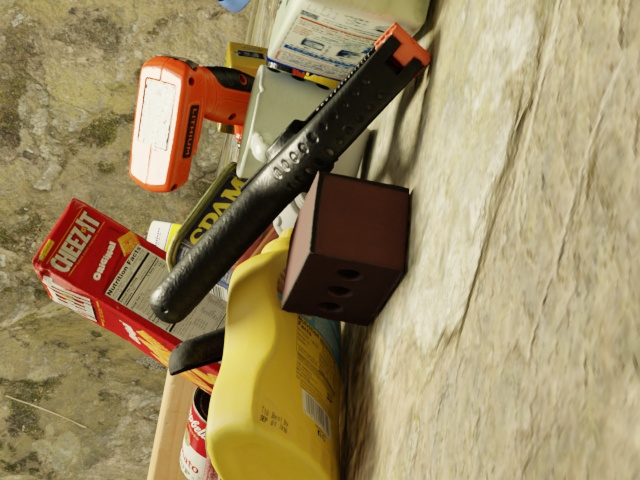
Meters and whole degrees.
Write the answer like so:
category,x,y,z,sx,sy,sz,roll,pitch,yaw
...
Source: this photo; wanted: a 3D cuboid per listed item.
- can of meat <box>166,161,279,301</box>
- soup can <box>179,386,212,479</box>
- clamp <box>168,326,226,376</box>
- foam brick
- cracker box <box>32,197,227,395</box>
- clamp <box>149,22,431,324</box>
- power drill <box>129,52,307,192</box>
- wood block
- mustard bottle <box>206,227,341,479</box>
category,x,y,z,sx,sy,sz,roll,pitch,yaw
can of meat,-0.055,0.001,0.824,0.102,0.084,0.057,-56,-17,-27
soup can,-0.099,0.190,1.050,0.068,0.068,0.102,-89,12,-48
clamp,-0.030,0.080,0.713,0.120,0.039,0.171,62,-148,-16
foam brick,0.012,0.006,0.584,0.078,0.053,0.051,114,164,-61
cracker box,-0.135,0.064,0.917,0.072,0.213,0.164,-60,1,-16
clamp,-0.012,-0.051,0.642,0.210,0.036,0.164,-45,8,26
power drill,-0.072,-0.083,0.897,0.187,0.057,0.184,-9,-69,-51
wood block,-0.145,0.234,1.221,0.090,0.090,0.206,-164,85,-82
mustard bottle,-0.021,0.063,0.639,0.096,0.058,0.191,52,-153,-36
